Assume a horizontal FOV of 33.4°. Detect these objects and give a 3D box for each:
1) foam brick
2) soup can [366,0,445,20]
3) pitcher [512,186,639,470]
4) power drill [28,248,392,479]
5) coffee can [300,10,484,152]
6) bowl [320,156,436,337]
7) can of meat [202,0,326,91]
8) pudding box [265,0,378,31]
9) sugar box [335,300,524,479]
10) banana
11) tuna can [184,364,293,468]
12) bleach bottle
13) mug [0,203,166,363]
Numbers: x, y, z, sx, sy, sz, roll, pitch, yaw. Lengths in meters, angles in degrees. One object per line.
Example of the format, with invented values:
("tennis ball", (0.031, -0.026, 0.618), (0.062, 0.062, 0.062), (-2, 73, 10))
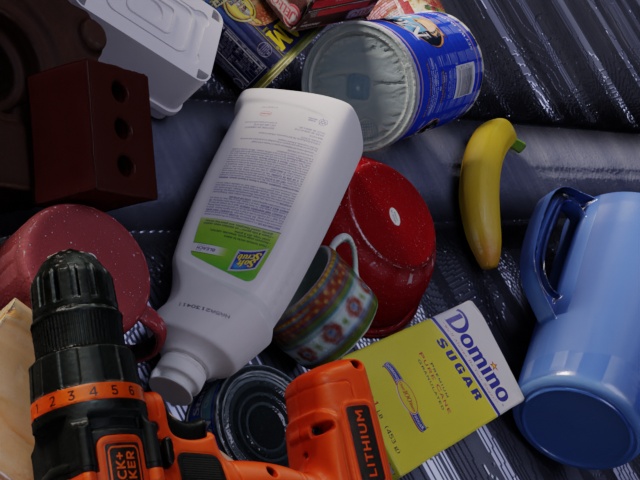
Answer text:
("foam brick", (-0.131, -0.059, 0.615), (0.052, 0.051, 0.078), (7, 74, -56))
("soup can", (0.067, -0.231, 0.994), (0.068, 0.069, 0.102), (-15, 75, -48))
("pitcher", (0.241, 0.070, 0.927), (0.242, 0.149, 0.145), (-57, 149, -44))
("power drill", (-0.055, 0.096, 0.533), (0.187, 0.057, 0.184), (6, 64, -39))
("coffee can", (0.063, -0.135, 0.886), (0.103, 0.103, 0.140), (59, 33, 3))
("bowl", (0.038, -0.008, 0.831), (0.161, 0.055, 0.162), (24, 50, -32))
("can of meat", (-0.053, -0.171, 0.848), (0.084, 0.058, 0.102), (45, 41, -8))
("pudding box", (-0.016, -0.219, 0.836), (0.089, 0.039, 0.113), (-21, 70, -43))
("sugar box", (0.077, 0.110, 0.798), (0.175, 0.048, 0.093), (-19, 79, -47))
("banana", (0.159, -0.058, 0.992), (0.069, 0.037, 0.197), (41, 43, -15))
("tuna can", (-0.042, 0.123, 0.683), (0.086, 0.034, 0.086), (24, 50, -32))
("bleach bottle", (-0.055, 0.001, 0.718), (0.068, 0.103, 0.250), (77, 30, -45))
("mug", (-0.141, 0.037, 0.607), (0.117, 0.082, 0.093), (34, 46, -24))
